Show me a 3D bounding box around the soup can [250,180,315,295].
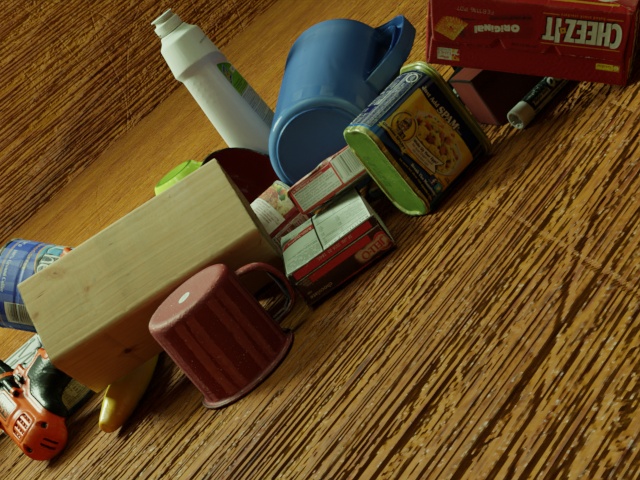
[{"bbox_3d":[-0.057,0.001,1.023,0.102,0.068,0.069,-43,16,-13],"label":"soup can"}]

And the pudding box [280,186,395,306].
[{"bbox_3d":[0.012,0.003,0.921,0.090,0.039,0.113,-35,18,5],"label":"pudding box"}]

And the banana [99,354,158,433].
[{"bbox_3d":[-0.182,0.124,1.029,0.070,0.037,0.198,-59,13,6],"label":"banana"}]

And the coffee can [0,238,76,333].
[{"bbox_3d":[-0.278,0.057,1.176,0.140,0.103,0.102,8,32,13],"label":"coffee can"}]

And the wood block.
[{"bbox_3d":[-0.145,0.033,0.939,0.206,0.090,0.090,-33,-29,1],"label":"wood block"}]

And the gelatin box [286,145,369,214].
[{"bbox_3d":[0.020,-0.062,0.964,0.089,0.030,0.073,-35,-3,21],"label":"gelatin box"}]

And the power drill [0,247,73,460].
[{"bbox_3d":[-0.271,0.105,1.066,0.185,0.057,0.187,28,89,47],"label":"power drill"}]

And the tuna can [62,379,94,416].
[{"bbox_3d":[-0.270,0.155,1.129,0.086,0.033,0.086,-35,16,12],"label":"tuna can"}]

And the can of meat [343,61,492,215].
[{"bbox_3d":[0.080,-0.083,0.895,0.084,0.102,0.058,-46,18,-17],"label":"can of meat"}]

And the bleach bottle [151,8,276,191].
[{"bbox_3d":[-0.100,-0.155,1.214,0.068,0.250,0.102,-35,16,13],"label":"bleach bottle"}]

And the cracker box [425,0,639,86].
[{"bbox_3d":[0.198,-0.216,0.917,0.164,0.072,0.213,10,36,18],"label":"cracker box"}]

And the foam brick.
[{"bbox_3d":[0.168,-0.149,0.970,0.078,0.053,0.051,-39,16,-4],"label":"foam brick"}]

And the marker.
[{"bbox_3d":[0.206,-0.141,0.923,0.121,0.020,0.020,-44,17,-19],"label":"marker"}]

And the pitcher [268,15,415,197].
[{"bbox_3d":[0.021,-0.142,1.103,0.145,0.149,0.242,4,27,4],"label":"pitcher"}]

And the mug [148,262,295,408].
[{"bbox_3d":[-0.074,0.066,0.855,0.117,0.081,0.093,-40,16,-6],"label":"mug"}]
